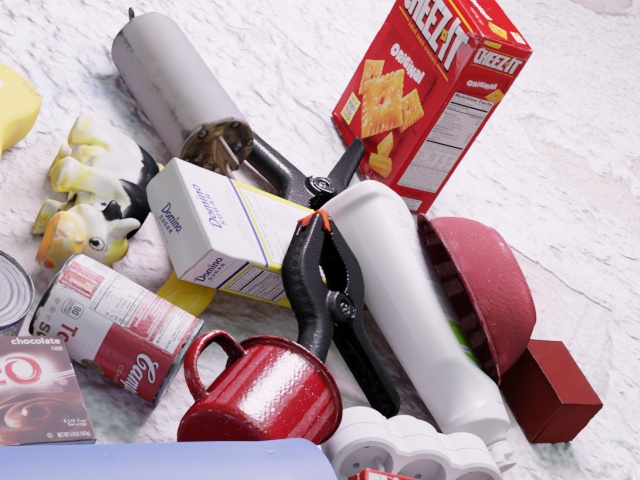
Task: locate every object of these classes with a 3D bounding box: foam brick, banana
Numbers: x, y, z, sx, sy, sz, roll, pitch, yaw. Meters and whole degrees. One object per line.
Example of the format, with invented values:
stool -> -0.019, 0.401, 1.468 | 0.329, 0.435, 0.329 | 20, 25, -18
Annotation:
foam brick -> 0.198, 0.131, 0.933 | 0.051, 0.053, 0.078 | 8, 40, -32
banana -> -0.111, 0.013, 0.859 | 0.069, 0.037, 0.197 | 26, 33, -11

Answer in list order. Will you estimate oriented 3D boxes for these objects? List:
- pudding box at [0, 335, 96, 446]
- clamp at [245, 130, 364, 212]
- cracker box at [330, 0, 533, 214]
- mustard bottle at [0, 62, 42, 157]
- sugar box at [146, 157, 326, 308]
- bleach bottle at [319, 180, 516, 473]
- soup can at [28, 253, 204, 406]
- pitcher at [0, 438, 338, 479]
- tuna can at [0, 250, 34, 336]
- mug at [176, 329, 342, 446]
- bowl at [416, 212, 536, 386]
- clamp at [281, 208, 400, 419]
pudding box -> -0.206, 0.102, 0.660 | 0.113, 0.039, 0.090 | 4, 40, -35
clamp -> 0.002, -0.044, 1.025 | 0.164, 0.036, 0.210 | 1, 44, -32
cracker box -> 0.105, -0.161, 1.102 | 0.072, 0.214, 0.164 | 9, 38, -30
mustard bottle -> -0.290, -0.079, 0.820 | 0.096, 0.058, 0.191 | 26, 32, -9
sugar box -> -0.056, 0.001, 0.859 | 0.175, 0.048, 0.093 | 17, 39, -49
bleach bottle -> 0.086, 0.075, 0.873 | 0.102, 0.068, 0.251 | 26, 34, -61
soup can -> -0.141, 0.061, 0.741 | 0.102, 0.069, 0.068 | 29, 33, -1
pitcher -> -0.120, 0.167, 0.577 | 0.242, 0.149, 0.145 | 8, 54, -26
tuna can -> -0.241, 0.039, 0.723 | 0.086, 0.034, 0.086 | 21, 34, -15
mug -> -0.050, 0.114, 0.715 | 0.117, 0.093, 0.081 | 57, 37, -10
bowl -> 0.140, 0.041, 0.912 | 0.055, 0.162, 0.162 | -24, 49, -3
clamp -> 0.014, 0.063, 0.832 | 0.120, 0.039, 0.171 | 23, 58, -47
